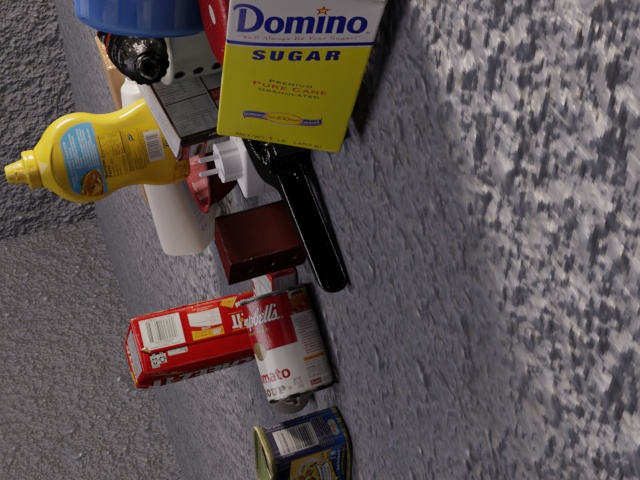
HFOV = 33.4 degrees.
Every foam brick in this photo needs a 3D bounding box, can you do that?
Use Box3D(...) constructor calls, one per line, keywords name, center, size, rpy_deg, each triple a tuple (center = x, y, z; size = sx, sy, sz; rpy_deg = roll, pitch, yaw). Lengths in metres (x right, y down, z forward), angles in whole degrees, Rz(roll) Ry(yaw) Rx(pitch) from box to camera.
Box3D(name="foam brick", center=(-0.057, 0.001, 1.005), size=(0.053, 0.078, 0.051), rpy_deg=(103, 149, -65))

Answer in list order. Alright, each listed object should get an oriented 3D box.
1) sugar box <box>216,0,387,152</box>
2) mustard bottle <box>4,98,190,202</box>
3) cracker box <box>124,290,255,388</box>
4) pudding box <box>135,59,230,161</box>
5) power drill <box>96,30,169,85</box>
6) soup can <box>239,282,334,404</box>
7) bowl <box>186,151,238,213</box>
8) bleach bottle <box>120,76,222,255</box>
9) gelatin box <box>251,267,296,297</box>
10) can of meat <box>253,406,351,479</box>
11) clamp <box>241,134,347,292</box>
Box3D(name="sugar box", center=(-0.016, -0.122, 0.694), size=(0.176, 0.093, 0.048), rpy_deg=(107, 169, -66))
Box3D(name="mustard bottle", center=(-0.242, -0.092, 1.149), size=(0.058, 0.191, 0.096), rpy_deg=(-143, 41, -67))
Box3D(name="cracker box", center=(-0.143, 0.121, 1.267), size=(0.214, 0.164, 0.072), rpy_deg=(134, 122, -73))
Box3D(name="pudding box", center=(-0.124, -0.142, 1.071), size=(0.113, 0.089, 0.039), rpy_deg=(59, 156, 27))
Box3D(name="power drill", center=(-0.202, -0.227, 0.930), size=(0.187, 0.057, 0.185), rpy_deg=(58, 176, -29))
Box3D(name="soup can", center=(-0.032, 0.099, 1.027), size=(0.069, 0.068, 0.102), rpy_deg=(149, 105, -75))
Box3D(name="bowl", center=(-0.121, -0.114, 1.172), size=(0.162, 0.055, 0.162), rpy_deg=(165, 90, -75))
Box3D(name="bleach bottle", center=(-0.186, -0.109, 1.290), size=(0.102, 0.068, 0.251), rpy_deg=(-74, -24, -54))
Box3D(name="gelatin box", center=(-0.047, 0.050, 1.111), size=(0.073, 0.030, 0.089), rpy_deg=(-125, 25, -50))
Box3D(name="can of meat", center=(-0.017, 0.217, 1.055), size=(0.102, 0.083, 0.057), rpy_deg=(90, 160, -45))
Box3D(name="clamp", center=(-0.028, -0.063, 0.908), size=(0.210, 0.036, 0.164), rpy_deg=(-131, 30, -50))
